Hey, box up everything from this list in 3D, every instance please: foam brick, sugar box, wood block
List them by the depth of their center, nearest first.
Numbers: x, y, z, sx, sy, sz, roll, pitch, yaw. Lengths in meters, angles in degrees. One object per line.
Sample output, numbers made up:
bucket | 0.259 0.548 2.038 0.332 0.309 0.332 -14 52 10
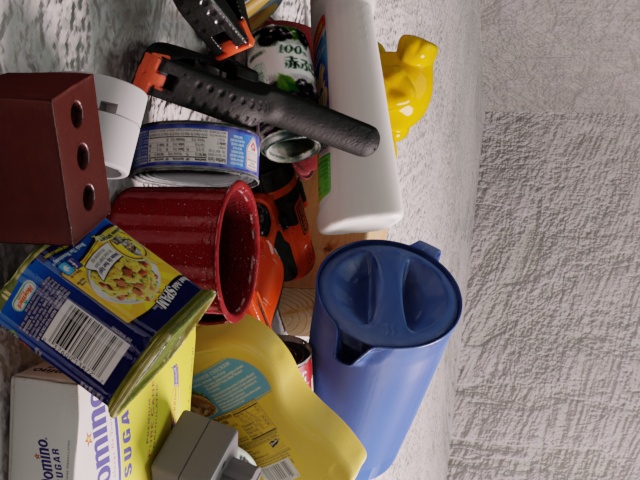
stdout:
foam brick | -0.143 -0.043 0.540 0.053 0.051 0.078 -60 149 -64
sugar box | -0.126 0.108 0.648 0.176 0.048 0.093 -31 126 -76
wood block | 0.018 -0.005 1.151 0.090 0.091 0.206 75 22 -50

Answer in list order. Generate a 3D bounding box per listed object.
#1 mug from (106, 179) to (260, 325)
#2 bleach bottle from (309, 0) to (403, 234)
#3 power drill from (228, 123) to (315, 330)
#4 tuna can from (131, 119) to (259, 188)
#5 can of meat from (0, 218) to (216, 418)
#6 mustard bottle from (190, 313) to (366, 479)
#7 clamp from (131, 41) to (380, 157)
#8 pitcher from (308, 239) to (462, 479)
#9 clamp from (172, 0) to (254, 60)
mug | -0.090 0.014 0.711 0.117 0.081 0.093 78 20 -46
bleach bottle | 0.023 -0.135 0.917 0.103 0.068 0.251 143 -58 -78
power drill | -0.056 0.001 0.905 0.187 0.057 0.184 -71 151 -47
tuna can | -0.083 -0.056 0.719 0.086 0.086 0.034 26 65 -75
can of meat | -0.115 0.036 0.573 0.057 0.084 0.102 -54 179 21
mustard bottle | -0.056 0.110 0.789 0.191 0.096 0.058 54 37 -11
clamp | -0.053 -0.103 0.752 0.036 0.165 0.209 -65 163 14
pitcher | 0.051 0.120 1.036 0.243 0.149 0.145 102 -25 -44
clamp | -0.089 -0.205 0.695 0.171 0.039 0.120 64 28 -25
